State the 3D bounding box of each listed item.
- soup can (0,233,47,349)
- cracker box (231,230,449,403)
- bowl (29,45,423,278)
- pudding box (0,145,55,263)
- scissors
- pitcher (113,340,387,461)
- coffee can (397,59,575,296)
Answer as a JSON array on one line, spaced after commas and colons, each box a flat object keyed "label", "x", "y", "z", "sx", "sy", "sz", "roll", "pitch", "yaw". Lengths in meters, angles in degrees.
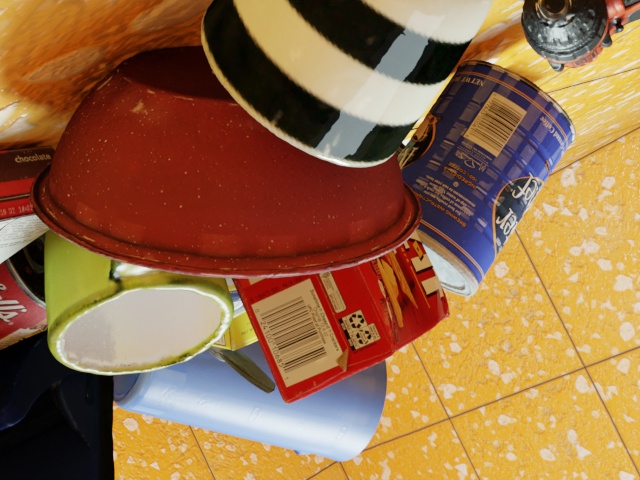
[{"label": "soup can", "x": -0.189, "y": 0.029, "z": 0.586, "sx": 0.102, "sy": 0.068, "sz": 0.068, "roll": -27, "pitch": 175, "yaw": 19}, {"label": "cracker box", "x": 0.004, "y": -0.008, "z": 0.625, "sx": 0.072, "sy": 0.164, "sz": 0.213, "roll": -25, "pitch": 175, "yaw": 14}, {"label": "bowl", "x": -0.036, "y": -0.042, "z": 0.435, "sx": 0.162, "sy": 0.055, "sz": 0.162, "roll": 4, "pitch": -157, "yaw": -2}, {"label": "pudding box", "x": -0.181, "y": -0.002, "z": 0.488, "sx": 0.114, "sy": 0.039, "sz": 0.089, "roll": -31, "pitch": 171, "yaw": 31}, {"label": "scissors", "x": -0.062, "y": 0.077, "z": 0.829, "sx": 0.096, "sy": 0.016, "sz": 0.202, "roll": -16, "pitch": -160, "yaw": -37}, {"label": "pitcher", "x": -0.063, "y": 0.114, "z": 0.992, "sx": 0.242, "sy": 0.149, "sz": 0.145, "roll": 16, "pitch": 165, "yaw": -29}, {"label": "coffee can", "x": 0.106, "y": -0.045, "z": 0.780, "sx": 0.140, "sy": 0.103, "sz": 0.103, "roll": -56, "pitch": 179, "yaw": -10}]
